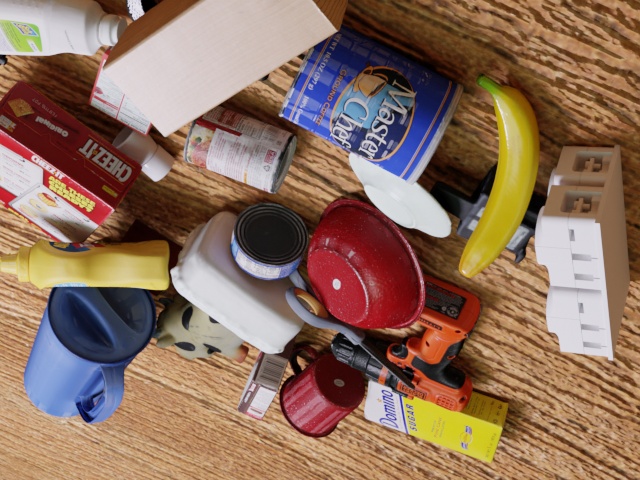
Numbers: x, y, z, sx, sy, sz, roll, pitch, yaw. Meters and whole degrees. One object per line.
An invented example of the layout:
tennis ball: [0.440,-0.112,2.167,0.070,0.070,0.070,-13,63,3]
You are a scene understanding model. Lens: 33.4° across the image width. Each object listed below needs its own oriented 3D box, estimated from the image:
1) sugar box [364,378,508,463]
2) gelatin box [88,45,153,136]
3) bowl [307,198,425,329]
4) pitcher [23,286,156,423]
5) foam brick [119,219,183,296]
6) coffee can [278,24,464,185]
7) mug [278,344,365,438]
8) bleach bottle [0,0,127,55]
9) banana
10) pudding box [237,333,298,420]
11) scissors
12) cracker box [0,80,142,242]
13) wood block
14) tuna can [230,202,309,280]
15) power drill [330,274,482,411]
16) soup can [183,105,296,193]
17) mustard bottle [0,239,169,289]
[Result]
sugar box: [0.146,0.218,1.364,0.176,0.048,0.093,15,140,11]
gelatin box: [-0.202,-0.163,1.140,0.073,0.030,0.089,28,141,-5]
bowl: [0.037,0.038,1.163,0.162,0.055,0.162,31,137,34]
pitcher: [-0.303,0.148,1.362,0.145,0.149,0.243,34,143,-5]
foam brick: [-0.218,0.022,1.337,0.078,0.053,0.051,32,141,-6]
coffee can: [0.047,-0.128,0.984,0.140,0.102,0.103,27,141,-1]
mug: [-0.001,0.188,1.388,0.082,0.093,0.117,-46,68,45]
bleach bottle: [-0.318,-0.227,1.102,0.251,0.068,0.102,10,161,11]
banana: [0.169,-0.060,0.999,0.069,0.037,0.198,0,109,-6]
pudding box: [-0.064,0.159,1.359,0.039,0.113,0.090,23,142,-2]
scissors: [0.029,0.107,1.208,0.016,0.096,0.202,-43,86,23]
cracker box: [-0.311,-0.078,1.226,0.164,0.072,0.214,35,154,-13]
wood block: [-0.085,-0.192,0.961,0.206,0.090,0.090,-27,119,30]
tuna can: [-0.058,0.001,1.200,0.086,0.086,0.034,24,143,2]
power drill: [0.105,0.115,1.264,0.184,0.057,0.188,21,143,10]
soup can: [-0.083,-0.097,1.118,0.102,0.068,0.068,21,141,6]
mustard bottle: [-0.272,0.028,1.239,0.191,0.058,0.096,0,-175,-9]
